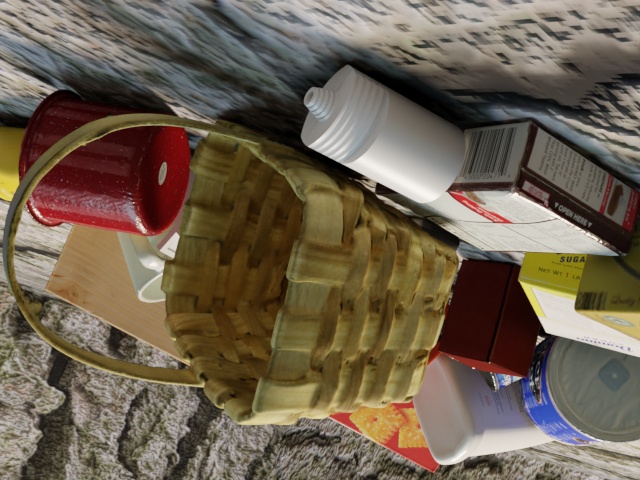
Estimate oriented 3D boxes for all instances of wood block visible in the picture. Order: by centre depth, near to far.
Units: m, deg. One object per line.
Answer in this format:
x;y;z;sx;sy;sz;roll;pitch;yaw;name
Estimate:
-0.132;0.044;0.986;0.206;0.091;0.090;27;-163;0;wood block

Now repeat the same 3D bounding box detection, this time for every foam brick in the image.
0.134;0.060;0.820;0.051;0.078;0.052;4;163;47;foam brick

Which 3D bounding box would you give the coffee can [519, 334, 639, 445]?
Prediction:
0.226;0.117;0.880;0.103;0.103;0.140;17;169;5;coffee can

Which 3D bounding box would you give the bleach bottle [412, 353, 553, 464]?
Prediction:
0.207;0.152;1.010;0.250;0.102;0.068;4;143;-32;bleach bottle

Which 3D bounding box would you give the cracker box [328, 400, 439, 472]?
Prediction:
0.051;0.146;1.168;0.214;0.072;0.164;28;-165;3;cracker box

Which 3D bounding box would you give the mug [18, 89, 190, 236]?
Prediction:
-0.134;-0.051;0.712;0.082;0.093;0.117;10;-162;17;mug

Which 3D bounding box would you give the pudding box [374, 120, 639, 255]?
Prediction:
0.097;-0.025;0.565;0.089;0.039;0.114;25;169;-31;pudding box

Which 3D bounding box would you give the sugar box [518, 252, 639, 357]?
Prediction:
0.190;0.038;0.707;0.093;0.048;0.176;14;172;20;sugar box

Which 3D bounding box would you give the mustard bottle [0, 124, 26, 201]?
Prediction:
-0.196;-0.054;0.843;0.192;0.058;0.096;9;163;39;mustard bottle
